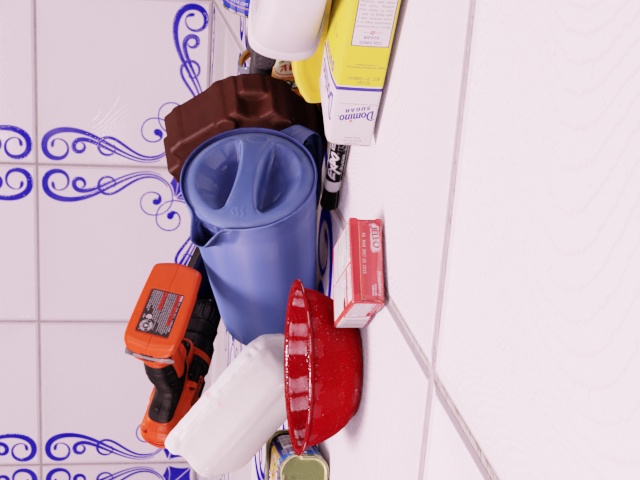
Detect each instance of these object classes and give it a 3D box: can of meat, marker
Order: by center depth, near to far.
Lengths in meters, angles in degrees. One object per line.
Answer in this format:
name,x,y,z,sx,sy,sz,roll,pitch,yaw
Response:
marker,0.015,-0.076,1.039,0.020,0.020,0.121,-99,13,-45
can of meat,-0.026,0.262,1.140,0.084,0.057,0.102,-146,58,-77

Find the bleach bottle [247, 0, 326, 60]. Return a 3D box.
bleach bottle,-0.019,-0.209,0.848,0.251,0.068,0.102,-153,70,-84

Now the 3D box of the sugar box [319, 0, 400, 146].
sugar box,0.031,-0.172,0.877,0.176,0.048,0.093,103,167,-45

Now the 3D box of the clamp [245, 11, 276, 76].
clamp,-0.062,-0.223,1.142,0.172,0.039,0.120,122,143,-71

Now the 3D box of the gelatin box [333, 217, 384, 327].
gelatin box,0.032,0.029,0.902,0.089,0.030,0.073,118,153,-69

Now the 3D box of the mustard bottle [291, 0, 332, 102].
mustard bottle,-0.008,-0.228,1.076,0.191,0.058,0.096,-100,6,-48

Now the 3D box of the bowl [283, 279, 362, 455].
bowl,0.003,0.116,0.985,0.162,0.055,0.162,-179,90,-80

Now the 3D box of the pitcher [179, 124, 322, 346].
pitcher,-0.057,0.001,1.121,0.243,0.149,0.145,85,173,-52

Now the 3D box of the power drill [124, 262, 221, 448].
power drill,-0.150,0.105,1.130,0.188,0.057,0.184,88,-166,-55
